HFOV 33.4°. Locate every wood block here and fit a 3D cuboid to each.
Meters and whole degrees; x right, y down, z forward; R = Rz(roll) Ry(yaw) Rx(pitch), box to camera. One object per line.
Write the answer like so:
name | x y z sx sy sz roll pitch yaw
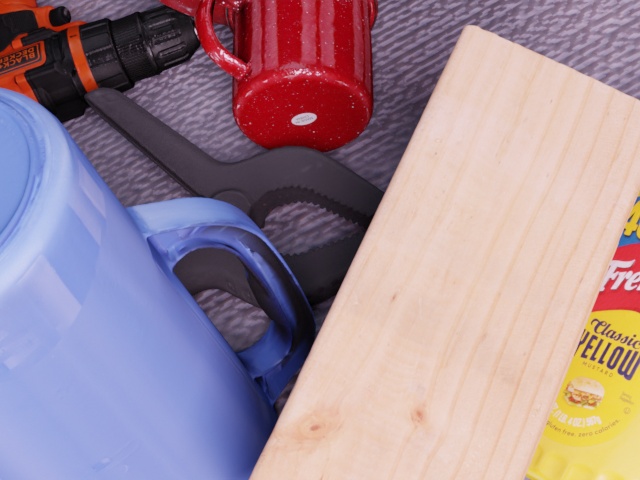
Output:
wood block | 0.051 0.032 0.432 0.090 0.091 0.206 25 74 2

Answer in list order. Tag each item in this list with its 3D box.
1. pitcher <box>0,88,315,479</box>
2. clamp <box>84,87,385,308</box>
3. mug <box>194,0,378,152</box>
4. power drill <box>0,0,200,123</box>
pitcher | -0.100 0.044 0.450 0.145 0.243 0.149 3 58 17
clamp | -0.054 0.001 0.589 0.210 0.036 0.164 9 72 13
mug | -0.020 -0.108 0.621 0.093 0.117 0.081 -34 47 42
power drill | -0.182 -0.163 0.741 0.184 0.057 0.188 -18 51 0
